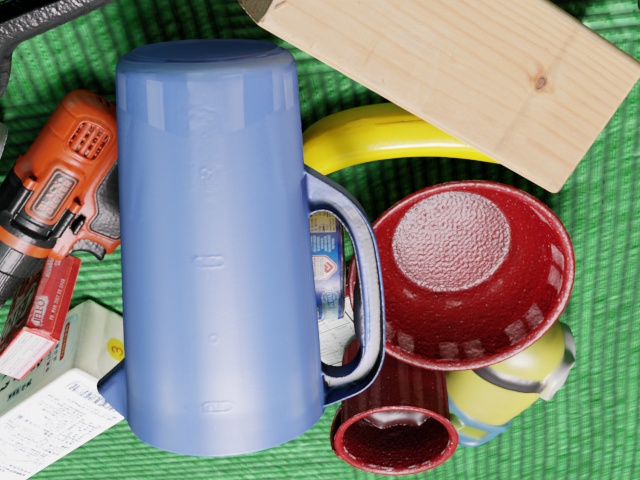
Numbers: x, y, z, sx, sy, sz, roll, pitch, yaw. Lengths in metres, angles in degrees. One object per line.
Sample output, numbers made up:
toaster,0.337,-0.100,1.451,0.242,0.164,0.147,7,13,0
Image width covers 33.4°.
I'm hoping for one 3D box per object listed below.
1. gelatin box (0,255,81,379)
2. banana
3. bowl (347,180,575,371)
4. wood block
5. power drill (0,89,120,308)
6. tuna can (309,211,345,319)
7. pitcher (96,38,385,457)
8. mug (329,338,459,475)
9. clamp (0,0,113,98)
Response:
gelatin box,-0.217,0.056,0.812,0.030,0.073,0.089,24,143,-21
banana,0.065,-0.067,0.719,0.198,0.037,0.069,-5,155,8
bowl,0.098,0.015,0.773,0.162,0.055,0.162,-1,122,-2
wood block,0.065,-0.120,0.602,0.205,0.090,0.091,26,106,-24
power drill,-0.144,0.011,0.745,0.187,0.057,0.184,30,103,-32
tuna can,0.000,0.015,0.767,0.033,0.086,0.086,-1,137,-1
pitcher,-0.054,0.001,0.670,0.145,0.148,0.243,16,115,43
mug,0.049,0.129,0.830,0.093,0.081,0.117,29,130,-26
clamp,-0.199,-0.121,0.561,0.172,0.039,0.120,-38,118,24
